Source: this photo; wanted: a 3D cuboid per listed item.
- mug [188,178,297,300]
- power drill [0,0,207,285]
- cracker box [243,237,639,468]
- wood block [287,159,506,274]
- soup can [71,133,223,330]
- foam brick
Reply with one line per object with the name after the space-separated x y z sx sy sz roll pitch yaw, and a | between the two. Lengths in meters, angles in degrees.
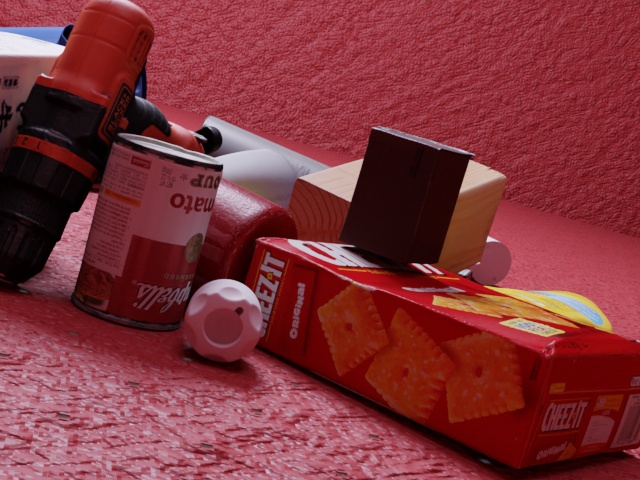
-0.067 0.008 0.715 0.082 0.093 0.117 26 -25 28 | mug
-0.141 -0.042 0.696 0.057 0.184 0.187 21 -11 12 | power drill
0.079 0.061 0.654 0.214 0.072 0.163 22 9 38 | cracker box
0.062 -0.014 0.885 0.091 0.090 0.205 27 26 27 | wood block
-0.102 -0.006 0.635 0.068 0.102 0.068 16 8 -2 | soup can
0.055 -0.028 0.691 0.053 0.078 0.051 21 9 28 | foam brick
